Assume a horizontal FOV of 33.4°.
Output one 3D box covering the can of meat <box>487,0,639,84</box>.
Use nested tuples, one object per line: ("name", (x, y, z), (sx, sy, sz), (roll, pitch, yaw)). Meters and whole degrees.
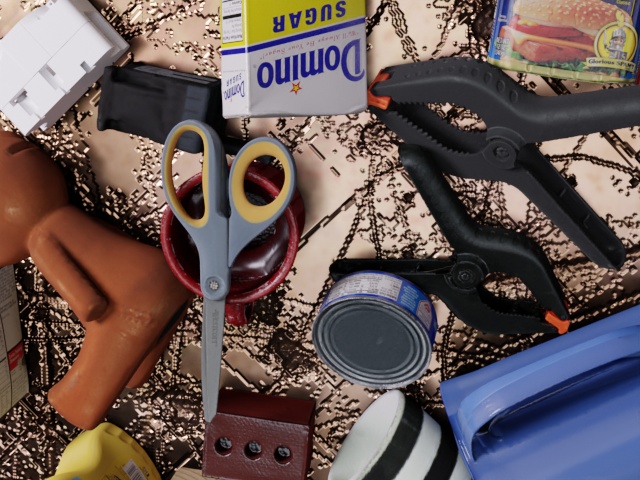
("can of meat", (0.163, -0.150, 0.696), (0.102, 0.057, 0.084), (9, 106, 6))

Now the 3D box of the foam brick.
("foam brick", (-0.045, 0.146, 0.789), (0.078, 0.051, 0.053), (6, 102, 6))

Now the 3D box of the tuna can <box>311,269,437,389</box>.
("tuna can", (0.039, 0.063, 0.753), (0.086, 0.033, 0.086), (9, 129, 11))

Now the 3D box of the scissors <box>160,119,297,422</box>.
("scissors", (-0.051, 0.018, 0.695), (0.096, 0.016, 0.202), (-10, 101, 9))

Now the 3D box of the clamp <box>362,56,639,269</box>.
("clamp", (0.130, -0.061, 0.710), (0.210, 0.036, 0.164), (17, 140, 18))

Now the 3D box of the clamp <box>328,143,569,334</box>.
("clamp", (0.101, 0.007, 0.742), (0.171, 0.039, 0.120), (19, 124, 0))

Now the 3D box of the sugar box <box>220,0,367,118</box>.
("sugar box", (-0.018, -0.168, 0.692), (0.093, 0.048, 0.176), (-6, 96, -30))

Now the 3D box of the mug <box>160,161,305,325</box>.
("mug", (-0.055, 0.001, 0.743), (0.093, 0.081, 0.117), (-1, 102, 8))

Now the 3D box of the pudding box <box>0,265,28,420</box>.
("pudding box", (-0.252, 0.077, 0.782), (0.039, 0.090, 0.113), (-3, 102, 7))

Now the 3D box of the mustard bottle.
("mustard bottle", (-0.166, 0.205, 0.745), (0.058, 0.191, 0.096), (-27, 97, 12))

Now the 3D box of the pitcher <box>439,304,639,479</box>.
("pitcher", (0.207, 0.104, 0.703), (0.243, 0.149, 0.145), (-27, 98, 9))
